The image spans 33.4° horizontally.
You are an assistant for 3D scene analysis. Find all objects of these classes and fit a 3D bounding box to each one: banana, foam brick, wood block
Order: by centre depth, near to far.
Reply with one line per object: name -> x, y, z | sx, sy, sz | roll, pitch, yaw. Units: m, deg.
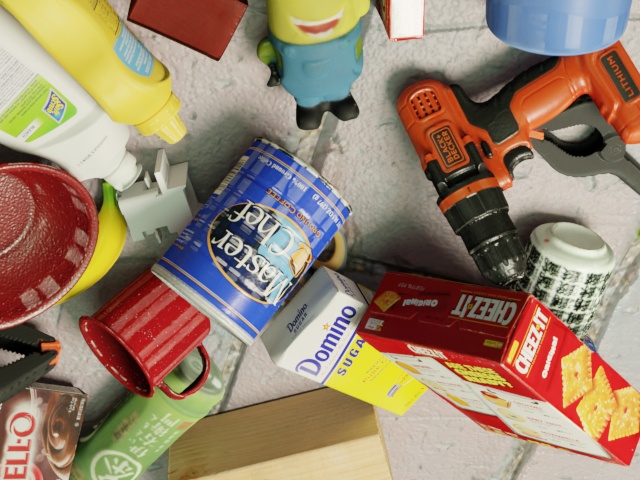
foam brick -> -0.102, -0.183, 0.818 | 0.078, 0.053, 0.051 | 21, 117, -20
banana -> -0.241, 0.024, 0.943 | 0.198, 0.037, 0.069 | -32, 91, 10
wood block -> -0.038, 0.219, 1.051 | 0.206, 0.091, 0.090 | -14, 122, 2

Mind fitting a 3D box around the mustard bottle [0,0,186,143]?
mustard bottle -> -0.168, -0.146, 0.807 | 0.058, 0.096, 0.191 | -36, 119, 11

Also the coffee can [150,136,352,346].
coffee can -> -0.056, 0.001, 0.876 | 0.102, 0.103, 0.140 | 42, 81, -27

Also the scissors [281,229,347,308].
scissors -> 0.025, 0.047, 0.992 | 0.201, 0.016, 0.096 | 30, 91, -40

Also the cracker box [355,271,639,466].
cracker box -> 0.161, 0.110, 0.924 | 0.213, 0.164, 0.072 | 39, 69, -37

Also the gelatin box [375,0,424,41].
gelatin box -> 0.059, -0.206, 0.808 | 0.030, 0.073, 0.089 | -5, 122, -4

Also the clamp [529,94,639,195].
clamp -> 0.256, -0.079, 0.930 | 0.171, 0.039, 0.120 | 2, 117, 0

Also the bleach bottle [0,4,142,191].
bleach bottle -> -0.249, -0.119, 0.836 | 0.103, 0.068, 0.250 | -40, 120, 17

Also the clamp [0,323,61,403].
clamp -> -0.334, 0.115, 0.933 | 0.209, 0.164, 0.036 | 3, 143, -19

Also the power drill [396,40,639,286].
power drill -> 0.176, -0.076, 0.860 | 0.187, 0.057, 0.184 | -26, 76, 3

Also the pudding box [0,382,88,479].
pudding box -> -0.277, 0.188, 0.999 | 0.089, 0.039, 0.113 | 13, 89, -34

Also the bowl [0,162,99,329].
bowl -> -0.265, -0.005, 0.867 | 0.161, 0.055, 0.162 | -24, 136, -26

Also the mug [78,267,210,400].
mug -> -0.143, 0.086, 0.941 | 0.117, 0.081, 0.093 | 49, 152, -4

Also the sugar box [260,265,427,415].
sugar box -> 0.040, 0.096, 0.982 | 0.176, 0.048, 0.093 | 26, 112, -41
